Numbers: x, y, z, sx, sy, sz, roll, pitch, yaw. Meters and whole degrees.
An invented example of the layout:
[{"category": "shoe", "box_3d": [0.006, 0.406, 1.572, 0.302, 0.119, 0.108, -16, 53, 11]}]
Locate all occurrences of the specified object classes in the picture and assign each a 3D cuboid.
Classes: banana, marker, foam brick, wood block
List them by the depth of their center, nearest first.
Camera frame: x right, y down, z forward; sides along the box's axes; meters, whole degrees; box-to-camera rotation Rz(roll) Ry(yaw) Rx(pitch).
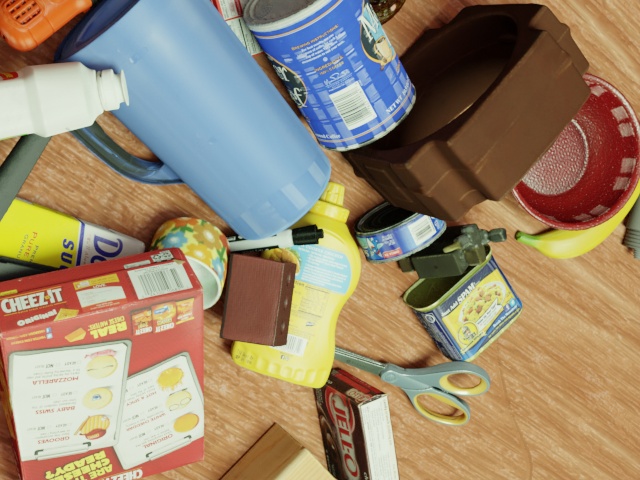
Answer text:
[{"category": "foam brick", "box_3d": [-0.055, 0.054, 0.964, 0.051, 0.053, 0.078, 7, 88, 13]}, {"category": "marker", "box_3d": [-0.056, 0.001, 0.983, 0.121, 0.020, 0.020, -7, 103, 9]}, {"category": "wood block", "box_3d": [-0.074, 0.289, 1.018, 0.206, 0.090, 0.090, -44, 112, -11]}, {"category": "banana", "box_3d": [0.301, -0.041, 1.153, 0.197, 0.037, 0.069, -42, 112, -12]}]

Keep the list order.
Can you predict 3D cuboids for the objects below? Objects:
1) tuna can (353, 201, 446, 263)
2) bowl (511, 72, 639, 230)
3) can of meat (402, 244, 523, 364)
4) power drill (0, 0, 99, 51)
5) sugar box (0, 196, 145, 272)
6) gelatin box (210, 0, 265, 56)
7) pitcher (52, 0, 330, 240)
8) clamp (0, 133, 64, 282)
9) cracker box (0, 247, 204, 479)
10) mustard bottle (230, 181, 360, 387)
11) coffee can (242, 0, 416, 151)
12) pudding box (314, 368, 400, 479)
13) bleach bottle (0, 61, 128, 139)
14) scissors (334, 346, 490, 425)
[{"category": "tuna can", "box_3d": [0.076, -0.014, 1.034, 0.086, 0.086, 0.033, -31, 108, -16]}, {"category": "bowl", "box_3d": [0.250, -0.091, 1.104, 0.162, 0.055, 0.162, -1, 92, -15]}, {"category": "can of meat", "box_3d": [0.149, 0.064, 1.095, 0.102, 0.058, 0.084, -41, 114, -12]}, {"category": "power drill", "box_3d": [-0.226, -0.269, 0.843, 0.184, 0.057, 0.187, -43, 90, -13]}, {"category": "sugar box", "box_3d": [-0.248, 0.016, 0.921, 0.176, 0.048, 0.093, 20, 91, -24]}, {"category": "gelatin box", "box_3d": [-0.056, -0.209, 0.975, 0.089, 0.030, 0.073, -21, 108, -19]}, {"category": "pitcher", "box_3d": [-0.110, -0.111, 0.925, 0.242, 0.149, 0.145, 49, 64, -26]}, {"category": "clamp", "box_3d": [-0.271, 0.018, 0.865, 0.209, 0.036, 0.164, -32, 113, -17]}, {"category": "cracker box", "box_3d": [-0.186, 0.117, 0.907, 0.164, 0.072, 0.214, -13, 132, -20]}, {"category": "mustard bottle", "box_3d": [-0.014, 0.037, 1.016, 0.096, 0.058, 0.191, 17, 91, -5]}, {"category": "coffee can", "box_3d": [0.010, -0.164, 0.940, 0.102, 0.103, 0.140, -41, 124, -12]}, {"category": "pudding box", "box_3d": [0.036, 0.191, 1.047, 0.039, 0.090, 0.113, -19, 109, -24]}, {"category": "bleach bottle", "box_3d": [-0.274, -0.099, 0.821, 0.250, 0.102, 0.068, -10, 104, -3]}, {"category": "scissors", "box_3d": [0.089, 0.128, 1.078, 0.201, 0.016, 0.096, 36, 123, -25]}]
